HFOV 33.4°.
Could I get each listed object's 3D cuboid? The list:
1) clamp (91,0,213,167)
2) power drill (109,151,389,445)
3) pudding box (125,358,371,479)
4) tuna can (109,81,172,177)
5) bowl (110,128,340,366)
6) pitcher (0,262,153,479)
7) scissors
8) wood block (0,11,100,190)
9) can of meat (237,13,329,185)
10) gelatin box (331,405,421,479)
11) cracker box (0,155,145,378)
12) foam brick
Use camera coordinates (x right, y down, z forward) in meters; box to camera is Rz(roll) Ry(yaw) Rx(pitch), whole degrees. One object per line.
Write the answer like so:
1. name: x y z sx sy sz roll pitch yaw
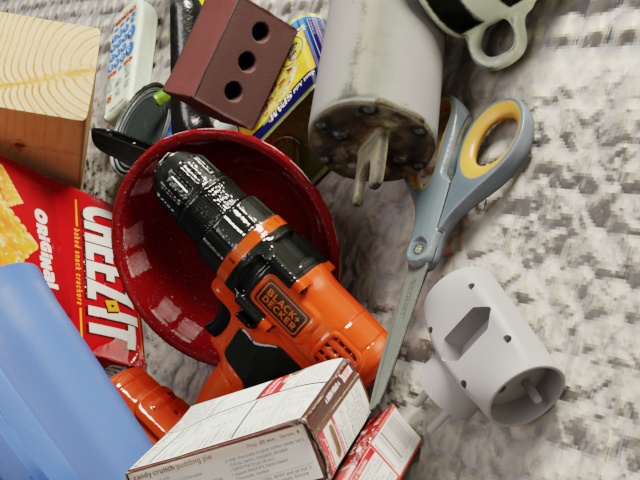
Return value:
1. clamp: -0.098 -0.069 0.797 0.210 0.036 0.165 56 129 30
2. power drill: -0.070 0.062 0.664 0.184 0.057 0.188 45 118 10
3. pudding box: -0.037 0.109 0.580 0.114 0.090 0.039 -22 98 21
4. tuna can: -0.141 -0.089 0.905 0.086 0.033 0.086 -26 53 40
5. bowl: -0.055 0.001 0.702 0.162 0.055 0.162 6 108 20
6. pitcher: -0.155 0.140 0.611 0.243 0.149 0.145 51 120 10
7. scissors: 0.075 -0.004 0.605 0.096 0.016 0.201 -18 51 38
8. wood block: -0.243 -0.091 0.908 0.206 0.090 0.090 120 155 -60
9. can of meat: -0.015 -0.095 0.743 0.102 0.057 0.084 -44 41 25
10. gelatin box: 0.007 0.135 0.581 0.073 0.030 0.089 -35 6 34
11. cracker box: -0.241 0.019 0.822 0.072 0.213 0.164 -37 47 30
12. foam brick: -0.061 -0.122 0.724 0.051 0.052 0.078 20 85 56
